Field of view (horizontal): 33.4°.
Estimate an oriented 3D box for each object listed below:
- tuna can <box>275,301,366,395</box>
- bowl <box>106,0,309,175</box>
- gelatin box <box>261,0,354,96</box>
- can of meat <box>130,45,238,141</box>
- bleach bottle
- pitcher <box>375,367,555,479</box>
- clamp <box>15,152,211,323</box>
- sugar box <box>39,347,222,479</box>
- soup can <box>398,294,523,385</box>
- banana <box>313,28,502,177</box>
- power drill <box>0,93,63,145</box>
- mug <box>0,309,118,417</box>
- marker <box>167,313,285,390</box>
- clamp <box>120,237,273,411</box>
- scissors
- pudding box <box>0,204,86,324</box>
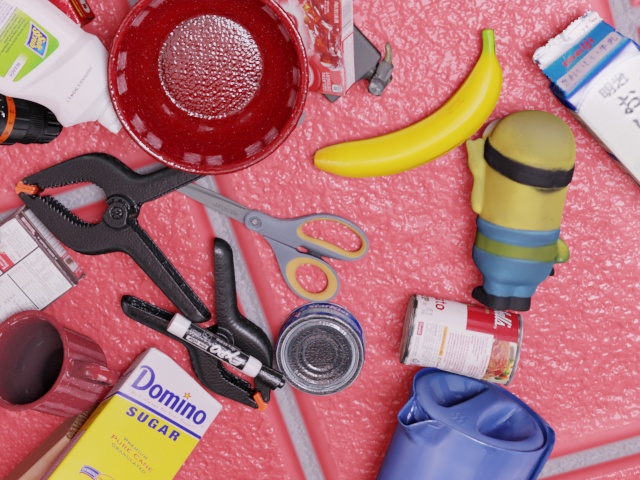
[{"bbox_3d":[0.000,0.103,1.014,0.086,0.033,0.086,1,107,3],"label":"tuna can"},{"bbox_3d":[-0.091,-0.138,0.874,0.162,0.055,0.162,-1,108,-3],"label":"bowl"},{"bbox_3d":[-0.011,-0.168,0.892,0.073,0.030,0.089,11,126,20],"label":"gelatin box"},{"bbox_3d":[-0.117,-0.131,0.940,0.102,0.057,0.084,0,104,3],"label":"can of meat"},{"bbox_3d":[-0.266,-0.165,0.864,0.250,0.068,0.103,36,104,-12],"label":"bleach bottle"},{"bbox_3d":[0.115,0.252,1.012,0.149,0.144,0.243,25,110,8],"label":"pitcher"},{"bbox_3d":[-0.176,-0.016,0.972,0.210,0.036,0.164,7,94,9],"label":"clamp"},{"bbox_3d":[-0.174,0.191,0.977,0.093,0.176,0.048,43,145,-11],"label":"sugar box"},{"bbox_3d":[0.129,0.091,0.986,0.102,0.068,0.068,11,107,1],"label":"soup can"},{"bbox_3d":[0.089,-0.103,0.949,0.198,0.037,0.069,-35,82,11],"label":"banana"},{"bbox_3d":[-0.341,-0.079,0.933,0.188,0.184,0.057,-32,72,27],"label":"power drill"},{"bbox_3d":[-0.241,0.119,0.990,0.117,0.081,0.093,1,73,22],"label":"mug"},{"bbox_3d":[-0.086,0.105,0.988,0.121,0.020,0.020,31,106,-11],"label":"marker"},{"bbox_3d":[-0.092,0.083,1.012,0.120,0.039,0.171,-39,104,18],"label":"clamp"},{"bbox_3d":[-0.057,0.001,0.996,0.201,0.016,0.096,10,107,0],"label":"scissors"},{"bbox_3d":[-0.295,0.035,1.009,0.114,0.039,0.090,-35,102,14],"label":"pudding box"}]
